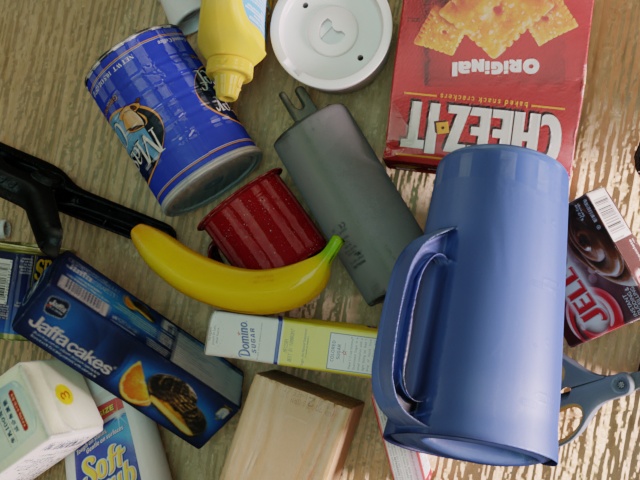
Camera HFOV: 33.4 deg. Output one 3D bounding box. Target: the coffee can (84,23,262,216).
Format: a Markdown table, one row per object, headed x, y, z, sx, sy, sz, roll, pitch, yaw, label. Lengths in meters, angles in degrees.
| x | y | z | sx | sy | sz | roll | pitch | yaw | label |
| --- | --- | --- | --- | --- | --- | --- | --- | --- | --- |
| -0.132 | -0.107 | 0.958 | 0.103 | 0.102 | 0.140 | -34 | 82 | 5 | coffee can |

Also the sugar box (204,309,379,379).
| x | y | z | sx | sy | sz | roll | pitch | yaw | label |
| --- | --- | --- | --- | --- | --- | --- | --- | --- | --- |
| -0.004 | 0.090 | 0.929 | 0.176 | 0.093 | 0.048 | 9 | 87 | 9 | sugar box |

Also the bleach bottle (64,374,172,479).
| x | y | z | sx | sy | sz | roll | pitch | yaw | label |
| --- | --- | --- | --- | --- | --- | --- | --- | --- | --- |
| -0.192 | 0.200 | 0.968 | 0.103 | 0.068 | 0.251 | -18 | 81 | 11 | bleach bottle |

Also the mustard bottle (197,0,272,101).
| x | y | z | sx | sy | sz | roll | pitch | yaw | label |
| --- | --- | --- | --- | --- | --- | --- | --- | --- | --- |
| -0.073 | -0.215 | 0.945 | 0.058 | 0.096 | 0.191 | 1 | 76 | 13 | mustard bottle |

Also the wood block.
| x | y | z | sx | sy | sz | roll | pitch | yaw | label |
| --- | --- | --- | --- | --- | --- | --- | --- | --- | --- |
| -0.041 | 0.225 | 0.927 | 0.090 | 0.090 | 0.206 | 19 | 90 | 10 | wood block |

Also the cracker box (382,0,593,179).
| x | y | z | sx | sy | sz | roll | pitch | yaw | label |
| --- | --- | --- | --- | --- | --- | --- | --- | --- | --- |
| 0.149 | -0.162 | 0.933 | 0.164 | 0.072 | 0.214 | 7 | 88 | 10 | cracker box |

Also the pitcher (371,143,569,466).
| x | y | z | sx | sy | sz | roll | pitch | yaw | label |
| --- | --- | --- | --- | --- | --- | --- | --- | --- | --- |
| 0.123 | 0.049 | 0.832 | 0.145 | 0.149 | 0.243 | 7 | 73 | 6 | pitcher |

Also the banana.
| x | y | z | sx | sy | sz | roll | pitch | yaw | label |
| --- | --- | --- | --- | --- | --- | --- | --- | --- | --- |
| -0.073 | 0.026 | 0.898 | 0.198 | 0.037 | 0.069 | 4 | 81 | 20 | banana |

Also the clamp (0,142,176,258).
| x | y | z | sx | sy | sz | roll | pitch | yaw | label |
| --- | --- | --- | --- | --- | --- | --- | --- | --- | --- |
| -0.251 | -0.040 | 0.958 | 0.210 | 0.164 | 0.036 | 30 | 105 | 19 | clamp |

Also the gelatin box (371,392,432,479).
| x | y | z | sx | sy | sz | roll | pitch | yaw | label |
| --- | --- | --- | --- | --- | --- | --- | --- | --- | --- |
| 0.070 | 0.169 | 0.921 | 0.030 | 0.073 | 0.089 | -16 | 84 | 7 | gelatin box |

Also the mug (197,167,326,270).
| x | y | z | sx | sy | sz | roll | pitch | yaw | label |
| --- | --- | --- | --- | --- | --- | --- | --- | --- | --- |
| -0.056 | 0.001 | 0.952 | 0.117 | 0.093 | 0.081 | -39 | 85 | 34 | mug |

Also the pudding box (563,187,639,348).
| x | y | z | sx | sy | sz | roll | pitch | yaw | label |
| --- | --- | --- | --- | --- | --- | --- | --- | --- | --- |
| 0.226 | 0.024 | 0.902 | 0.090 | 0.039 | 0.113 | -35 | 77 | 45 | pudding box |

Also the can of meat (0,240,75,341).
| x | y | z | sx | sy | sz | roll | pitch | yaw | label |
| --- | --- | --- | --- | --- | --- | --- | --- | --- | --- |
| -0.270 | 0.045 | 0.971 | 0.057 | 0.102 | 0.084 | 8 | 90 | 10 | can of meat |
